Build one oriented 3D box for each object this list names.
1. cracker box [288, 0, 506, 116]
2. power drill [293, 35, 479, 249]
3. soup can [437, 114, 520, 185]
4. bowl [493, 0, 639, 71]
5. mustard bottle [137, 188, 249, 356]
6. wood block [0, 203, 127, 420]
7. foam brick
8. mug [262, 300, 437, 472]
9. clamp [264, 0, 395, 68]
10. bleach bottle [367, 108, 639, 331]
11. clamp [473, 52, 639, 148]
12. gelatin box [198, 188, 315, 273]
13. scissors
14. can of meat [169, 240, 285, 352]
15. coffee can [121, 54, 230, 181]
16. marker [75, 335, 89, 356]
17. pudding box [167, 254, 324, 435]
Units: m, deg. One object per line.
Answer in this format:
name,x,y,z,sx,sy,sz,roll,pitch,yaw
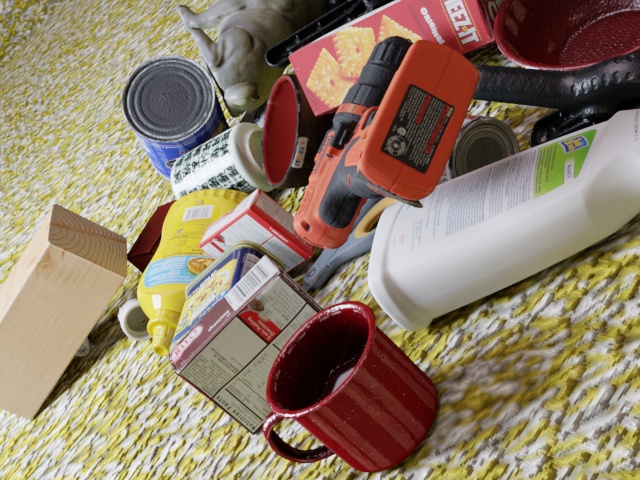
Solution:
cracker box,0.102,-0.193,0.967,0.214,0.072,0.163,-15,13,45
power drill,0.050,-0.085,0.783,0.184,0.057,0.188,-68,11,-10
soup can,0.102,-0.068,0.853,0.068,0.068,0.102,-52,28,-12
bowl,0.218,-0.167,0.816,0.162,0.055,0.162,-20,42,19
mustard bottle,-0.127,0.033,1.045,0.096,0.058,0.191,-5,44,22
wood block,-0.297,0.077,1.139,0.206,0.090,0.090,-54,24,19
foam brick,-0.162,0.002,1.151,0.053,0.051,0.078,-12,41,49
mug,0.015,0.109,0.715,0.117,0.081,0.093,-40,27,10
clamp,0.050,-0.252,1.084,0.209,0.036,0.165,-18,-23,-20
bleach bottle,0.153,-0.022,0.725,0.251,0.068,0.102,-23,35,33
clamp,0.197,-0.097,0.753,0.172,0.120,0.039,2,80,31
gelatin box,-0.056,0.001,0.962,0.089,0.073,0.030,-34,24,44
scissors,0.011,0.025,0.909,0.096,0.016,0.201,-4,48,57
can of meat,-0.082,0.062,0.930,0.102,0.057,0.084,-40,23,33
coffee can,-0.159,-0.133,1.205,0.102,0.103,0.140,-51,-13,-10
marker,-0.273,0.093,1.218,0.020,0.020,0.121,-41,27,9
pudding box,-0.048,0.083,0.833,0.113,0.090,0.039,-44,28,1
